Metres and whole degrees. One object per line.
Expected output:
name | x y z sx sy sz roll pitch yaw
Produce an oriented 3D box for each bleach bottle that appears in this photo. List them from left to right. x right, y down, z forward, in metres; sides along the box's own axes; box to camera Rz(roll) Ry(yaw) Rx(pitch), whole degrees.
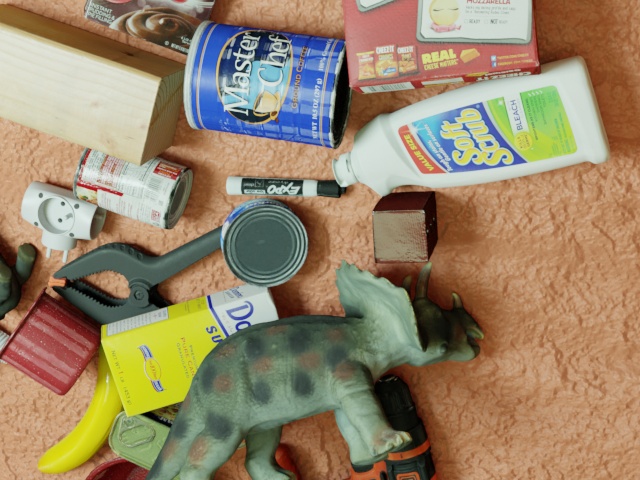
bleach bottle | 0.134 -0.090 1.000 0.251 0.068 0.102 -16 101 19

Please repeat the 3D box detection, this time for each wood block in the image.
wood block | -0.246 -0.156 1.047 0.206 0.090 0.090 19 110 6

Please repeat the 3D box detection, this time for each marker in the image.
marker | -0.034 -0.053 1.070 0.121 0.020 0.020 2 107 12

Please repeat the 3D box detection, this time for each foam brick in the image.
foam brick | 0.082 -0.014 1.026 0.051 0.078 0.053 -1 107 14

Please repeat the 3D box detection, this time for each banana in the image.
banana | -0.256 0.196 1.190 0.070 0.037 0.198 38 111 31

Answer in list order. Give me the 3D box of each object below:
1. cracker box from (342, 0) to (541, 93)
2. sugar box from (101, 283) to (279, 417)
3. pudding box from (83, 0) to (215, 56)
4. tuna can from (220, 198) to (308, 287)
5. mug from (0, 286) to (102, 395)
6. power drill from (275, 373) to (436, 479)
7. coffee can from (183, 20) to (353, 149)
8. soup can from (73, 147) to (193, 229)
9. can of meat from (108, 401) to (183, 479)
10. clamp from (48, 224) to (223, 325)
cracker box | 0.101 -0.243 0.929 0.164 0.072 0.214 -5 90 13
sugar box | -0.125 0.109 1.088 0.176 0.048 0.093 -16 111 -3
pudding box | -0.157 -0.237 1.012 0.113 0.039 0.090 18 112 -18
tuna can | -0.057 0.001 1.069 0.086 0.034 0.086 -3 107 -10
mug | -0.283 0.109 1.129 0.081 0.117 0.093 35 80 -10
power drill | 0.027 0.240 1.128 0.188 0.057 0.184 -12 101 17
coffee can | -0.046 -0.146 0.999 0.140 0.102 0.103 9 109 9
soup can | -0.188 -0.058 1.077 0.102 0.068 0.068 19 110 6
can of meat | -0.162 0.203 1.143 0.102 0.084 0.057 23 111 4
clamp | -0.181 0.061 1.129 0.210 0.036 0.164 0 106 8
